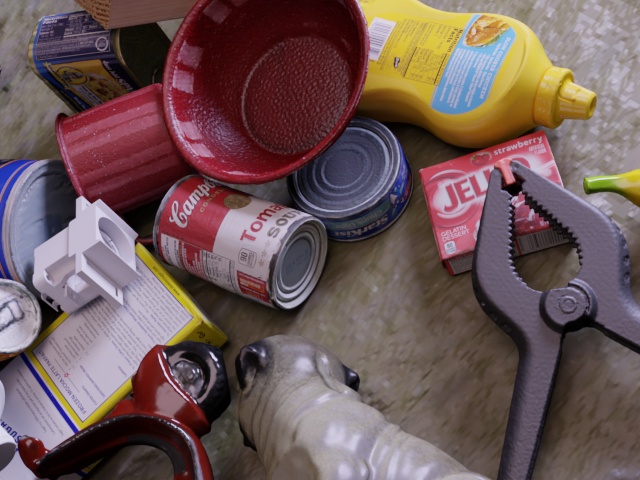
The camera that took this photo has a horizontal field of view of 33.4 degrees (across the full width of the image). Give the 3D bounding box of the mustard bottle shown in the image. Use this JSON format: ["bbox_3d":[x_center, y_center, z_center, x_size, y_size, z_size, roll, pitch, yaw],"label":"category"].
[{"bbox_3d":[0.098,-0.115,0.744,0.192,0.058,0.096,18,72,28],"label":"mustard bottle"}]

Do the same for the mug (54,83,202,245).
[{"bbox_3d":[-0.134,-0.054,0.790,0.081,0.093,0.117,-21,88,3],"label":"mug"}]

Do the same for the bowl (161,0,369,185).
[{"bbox_3d":[-0.029,-0.110,0.738,0.162,0.055,0.162,-7,74,26],"label":"bowl"}]

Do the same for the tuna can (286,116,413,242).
[{"bbox_3d":[0.020,-0.044,0.750,0.086,0.033,0.086,-9,60,16],"label":"tuna can"}]

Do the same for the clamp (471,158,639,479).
[{"bbox_3d":[0.159,0.043,0.632,0.164,0.036,0.210,-17,71,9],"label":"clamp"}]

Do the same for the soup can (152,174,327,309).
[{"bbox_3d":[-0.055,0.001,0.734,0.102,0.068,0.068,20,71,28],"label":"soup can"}]

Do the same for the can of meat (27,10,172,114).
[{"bbox_3d":[-0.165,-0.137,0.832,0.084,0.102,0.057,-3,63,22],"label":"can of meat"}]

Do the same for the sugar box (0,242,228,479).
[{"bbox_3d":[-0.158,0.095,0.735,0.176,0.048,0.093,-44,53,-3],"label":"sugar box"}]

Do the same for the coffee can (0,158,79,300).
[{"bbox_3d":[-0.255,-0.011,0.796,0.140,0.102,0.102,3,64,23],"label":"coffee can"}]

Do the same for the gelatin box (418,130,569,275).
[{"bbox_3d":[0.116,-0.025,0.705,0.089,0.030,0.073,-17,58,11],"label":"gelatin box"}]
